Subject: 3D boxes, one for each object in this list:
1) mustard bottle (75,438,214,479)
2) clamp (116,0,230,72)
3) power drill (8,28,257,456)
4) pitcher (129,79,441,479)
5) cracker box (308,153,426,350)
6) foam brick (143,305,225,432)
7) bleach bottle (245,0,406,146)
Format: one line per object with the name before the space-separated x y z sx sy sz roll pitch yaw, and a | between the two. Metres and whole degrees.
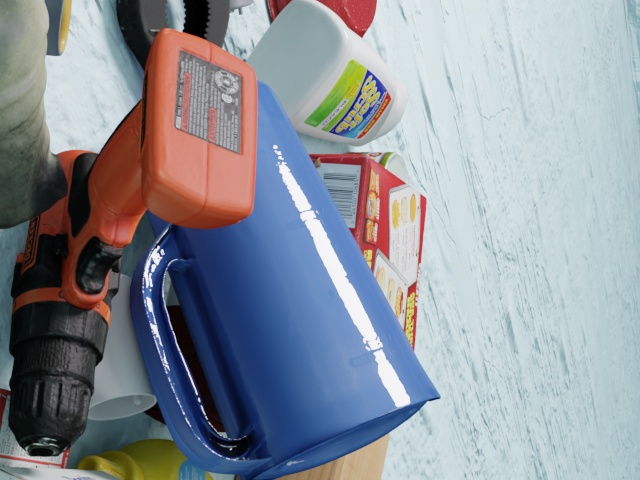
mustard bottle | -0.102 0.184 0.695 0.191 0.058 0.096 56 42 -50
clamp | -0.095 -0.197 0.721 0.164 0.036 0.210 -33 122 -44
power drill | -0.103 -0.002 0.539 0.057 0.188 0.184 20 51 -31
pitcher | -0.040 0.025 0.671 0.243 0.145 0.149 65 3 14
cracker box | 0.026 0.029 0.845 0.213 0.072 0.164 20 75 -72
foam brick | -0.084 0.089 0.743 0.053 0.051 0.078 47 47 -54
bleach bottle | 0.024 -0.135 0.938 0.103 0.068 0.250 -51 161 15
